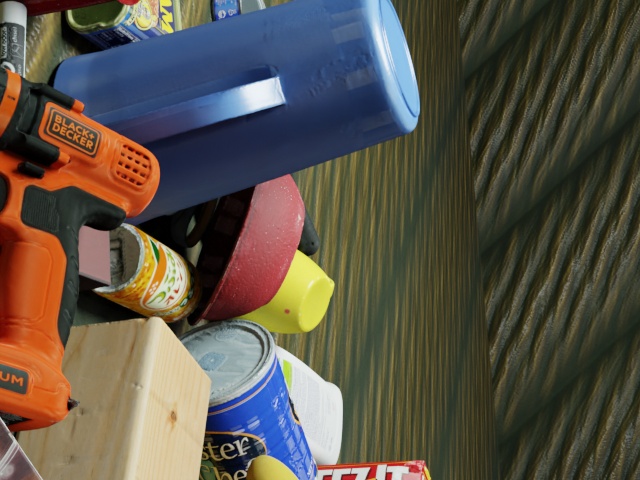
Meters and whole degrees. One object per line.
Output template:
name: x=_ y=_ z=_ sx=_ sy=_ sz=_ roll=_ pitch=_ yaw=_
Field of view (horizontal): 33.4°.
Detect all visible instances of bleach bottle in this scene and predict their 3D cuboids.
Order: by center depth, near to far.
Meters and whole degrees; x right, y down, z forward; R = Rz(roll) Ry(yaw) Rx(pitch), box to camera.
bleach bottle: x=-0.049 y=0.141 z=1.019 sx=0.250 sy=0.068 sz=0.102 roll=55 pitch=31 yaw=-54

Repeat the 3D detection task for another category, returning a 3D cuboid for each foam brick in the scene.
foam brick: x=-0.172 y=0.001 z=0.669 sx=0.078 sy=0.053 sz=0.051 roll=34 pitch=51 yaw=-68

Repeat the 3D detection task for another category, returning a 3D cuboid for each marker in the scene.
marker: x=-0.198 y=-0.094 z=0.682 sx=0.020 sy=0.020 sz=0.121 roll=38 pitch=47 yaw=-68

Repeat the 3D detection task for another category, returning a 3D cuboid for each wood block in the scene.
wood block: x=-0.135 y=0.162 z=0.659 sx=0.090 sy=0.090 sz=0.206 roll=62 pitch=26 yaw=-49

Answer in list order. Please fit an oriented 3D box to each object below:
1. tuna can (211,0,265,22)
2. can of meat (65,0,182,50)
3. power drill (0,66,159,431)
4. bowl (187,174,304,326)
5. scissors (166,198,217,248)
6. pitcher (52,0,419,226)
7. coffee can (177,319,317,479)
tuna can: x=-0.083 y=-0.232 z=1.119 sx=0.086 sy=0.034 sz=0.086 roll=-8 pitch=90 yaw=-74
can of meat: x=-0.152 y=-0.190 z=0.817 sx=0.083 sy=0.057 sz=0.102 roll=31 pitch=50 yaw=-66
power drill: x=-0.180 y=-0.005 z=0.566 sx=0.184 sy=0.057 sz=0.187 roll=26 pitch=61 yaw=-33
bowl: x=-0.056 y=0.001 z=0.872 sx=0.162 sy=0.055 sz=0.162 roll=-160 pitch=-90 yaw=-76
scissors: x=-0.095 y=-0.094 z=0.898 sx=0.096 sy=0.016 sz=0.202 roll=23 pitch=82 yaw=-64
pitcher: x=-0.060 y=-0.096 z=0.756 sx=0.145 sy=0.243 sz=0.149 roll=57 pitch=23 yaw=-49
coffee can: x=-0.069 y=0.150 z=0.870 sx=0.102 sy=0.103 sz=0.140 roll=-73 pitch=151 yaw=-55
